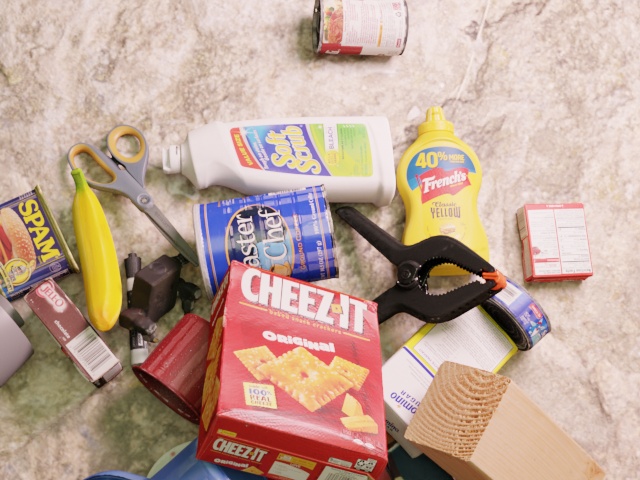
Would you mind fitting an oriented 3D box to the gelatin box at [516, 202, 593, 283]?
[{"bbox_3d":[0.268,0.003,1.222,0.073,0.030,0.089,-2,77,-10],"label":"gelatin box"}]

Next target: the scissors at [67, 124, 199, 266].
[{"bbox_3d":[-0.183,-0.058,1.155,0.202,0.016,0.096,32,65,15],"label":"scissors"}]

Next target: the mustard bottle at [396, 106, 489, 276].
[{"bbox_3d":[0.135,-0.058,1.203,0.096,0.058,0.191,-2,76,-2],"label":"mustard bottle"}]

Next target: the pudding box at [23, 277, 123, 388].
[{"bbox_3d":[-0.251,0.096,1.091,0.039,0.090,0.113,-37,85,-12],"label":"pudding box"}]

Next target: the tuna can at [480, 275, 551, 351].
[{"bbox_3d":[0.209,0.080,1.165,0.033,0.086,0.086,-41,85,-14],"label":"tuna can"}]

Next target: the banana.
[{"bbox_3d":[-0.236,0.021,1.111,0.037,0.069,0.198,-23,59,5],"label":"banana"}]

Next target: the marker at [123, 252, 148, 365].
[{"bbox_3d":[-0.197,0.072,1.141,0.020,0.020,0.121,-4,77,-10],"label":"marker"}]

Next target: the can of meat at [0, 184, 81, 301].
[{"bbox_3d":[-0.312,0.005,1.122,0.084,0.057,0.102,-25,81,-11],"label":"can of meat"}]

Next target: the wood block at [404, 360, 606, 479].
[{"bbox_3d":[0.189,0.215,1.072,0.205,0.090,0.090,43,70,-36],"label":"wood block"}]

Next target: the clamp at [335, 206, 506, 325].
[{"bbox_3d":[0.091,0.050,1.135,0.210,0.036,0.164,7,78,30],"label":"clamp"}]

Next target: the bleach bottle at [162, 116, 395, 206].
[{"bbox_3d":[-0.048,-0.085,1.180,0.250,0.068,0.102,-2,70,-7],"label":"bleach bottle"}]

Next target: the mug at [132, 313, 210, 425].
[{"bbox_3d":[-0.126,0.138,1.107,0.081,0.093,0.117,-51,119,-21],"label":"mug"}]

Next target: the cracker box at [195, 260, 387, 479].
[{"bbox_3d":[-0.025,0.127,1.015,0.164,0.072,0.213,18,36,-14],"label":"cracker box"}]

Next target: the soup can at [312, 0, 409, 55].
[{"bbox_3d":[0.045,-0.248,1.231,0.102,0.068,0.068,1,76,-9],"label":"soup can"}]

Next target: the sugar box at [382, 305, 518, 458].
[{"bbox_3d":[0.125,0.139,1.133,0.093,0.048,0.176,47,57,6],"label":"sugar box"}]

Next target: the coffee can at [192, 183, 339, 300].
[{"bbox_3d":[-0.057,0.001,1.126,0.140,0.103,0.103,-9,78,-2],"label":"coffee can"}]
